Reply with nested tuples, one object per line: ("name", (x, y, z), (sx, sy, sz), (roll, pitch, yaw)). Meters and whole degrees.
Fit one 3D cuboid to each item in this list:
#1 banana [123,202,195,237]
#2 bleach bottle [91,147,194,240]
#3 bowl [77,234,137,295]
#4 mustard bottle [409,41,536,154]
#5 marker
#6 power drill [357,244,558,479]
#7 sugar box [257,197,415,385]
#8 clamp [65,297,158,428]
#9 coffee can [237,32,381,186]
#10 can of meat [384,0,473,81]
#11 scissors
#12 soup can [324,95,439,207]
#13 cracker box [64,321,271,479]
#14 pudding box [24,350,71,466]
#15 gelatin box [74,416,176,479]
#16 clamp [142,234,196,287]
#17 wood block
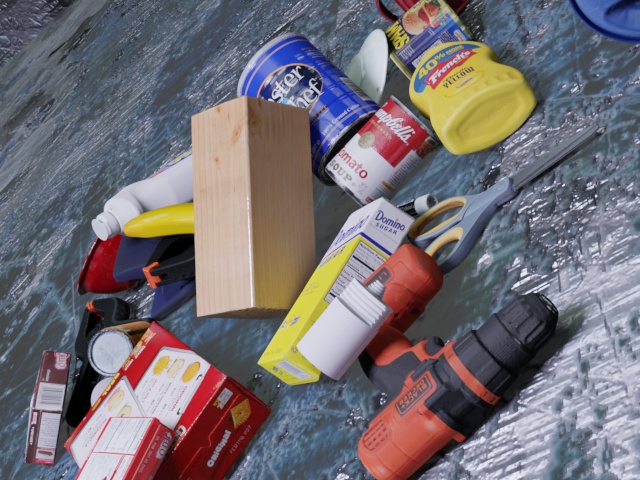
("banana", (-0.141, -0.018, 1.186), (0.069, 0.037, 0.198), (-30, 26, -37))
("bleach bottle", (-0.170, -0.072, 1.314), (0.250, 0.068, 0.103), (-35, 15, -35))
("bowl", (-0.257, 0.013, 1.415), (0.162, 0.055, 0.162), (-62, -1, -3))
("mustard bottle", (0.140, -0.155, 1.066), (0.096, 0.058, 0.192), (-34, 27, 6))
("marker", (0.066, -0.022, 1.048), (0.121, 0.020, 0.020), (-18, 39, 46))
("power drill", (0.086, 0.077, 0.840), (0.184, 0.057, 0.188), (-44, 27, 10))
("sugar box", (0.014, 0.047, 0.983), (0.176, 0.048, 0.093), (-60, 11, -18))
("clamp", (-0.278, 0.136, 1.346), (0.164, 0.036, 0.210), (-52, 27, -1))
("coffee can", (-0.007, -0.142, 1.151), (0.103, 0.102, 0.140), (-46, 68, 5))
("can of meat", (0.119, -0.228, 1.201), (0.084, 0.057, 0.102), (-40, 27, 13))
("scissors", (0.153, -0.027, 0.926), (0.202, 0.016, 0.096), (-26, 36, 38))
("soup can", (0.062, -0.088, 1.087), (0.102, 0.068, 0.068), (-46, 26, 7))
("cracker box", (-0.156, 0.186, 1.053), (0.164, 0.072, 0.214), (-55, 28, -8))
("pudding box", (-0.328, 0.201, 1.291), (0.113, 0.039, 0.090), (-97, 19, -59))
("gelatin box", (-0.176, 0.197, 0.960), (0.089, 0.030, 0.073), (-10, 46, 50))
("clamp", (-0.125, -0.002, 1.233), (0.120, 0.039, 0.171), (12, 49, 45))
("wood block", (-0.067, -0.028, 1.066), (0.090, 0.090, 0.206), (-13, 77, 45))
